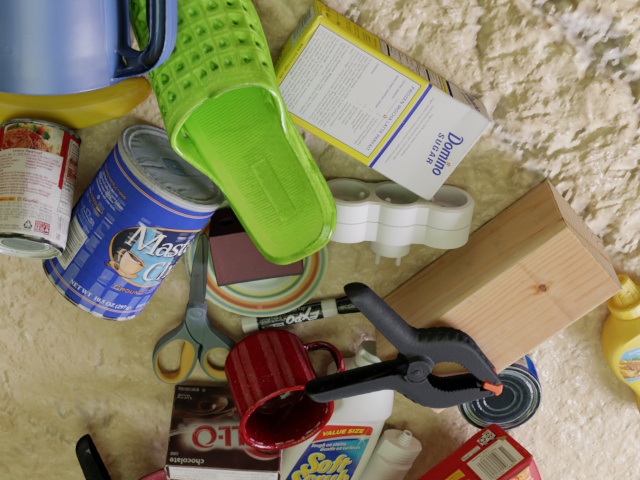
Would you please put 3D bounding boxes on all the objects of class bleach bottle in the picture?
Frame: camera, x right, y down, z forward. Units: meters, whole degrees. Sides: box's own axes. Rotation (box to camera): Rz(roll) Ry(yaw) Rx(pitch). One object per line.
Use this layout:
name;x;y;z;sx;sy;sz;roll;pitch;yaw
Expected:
bleach bottle;0.000;0.205;1.078;0.102;0.068;0.251;17;117;-12

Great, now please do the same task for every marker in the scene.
marker;-0.016;0.069;1.022;0.121;0.020;0.020;-11;120;6

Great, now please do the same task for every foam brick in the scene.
foam brick;-0.056;0.001;0.938;0.078;0.053;0.051;-9;119;3

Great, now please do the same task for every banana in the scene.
banana;-0.244;-0.125;0.895;0.197;0.037;0.070;13;121;-8

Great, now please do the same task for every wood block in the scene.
wood block;0.156;0.053;0.974;0.206;0.090;0.090;-37;113;19

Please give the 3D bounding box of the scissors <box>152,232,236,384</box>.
scissors;-0.100;0.074;1.005;0.096;0.016;0.202;16;131;-18

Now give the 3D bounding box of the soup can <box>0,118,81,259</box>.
soup can;-0.240;-0.041;0.888;0.068;0.102;0.068;5;164;1

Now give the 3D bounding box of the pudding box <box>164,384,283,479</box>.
pudding box;-0.092;0.191;1.049;0.113;0.090;0.039;2;141;0

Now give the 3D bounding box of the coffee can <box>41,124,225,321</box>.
coffee can;-0.162;-0.015;0.923;0.102;0.103;0.140;31;115;-17

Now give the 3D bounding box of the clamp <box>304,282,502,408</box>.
clamp;0.078;0.096;0.924;0.171;0.039;0.120;6;124;-10

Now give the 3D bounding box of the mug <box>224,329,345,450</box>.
mug;-0.033;0.133;1.013;0.117;0.081;0.093;-28;138;3

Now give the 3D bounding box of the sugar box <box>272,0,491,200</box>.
sugar box;0.045;-0.116;0.900;0.176;0.048;0.093;28;117;-19

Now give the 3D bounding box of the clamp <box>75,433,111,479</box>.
clamp;-0.216;0.287;1.133;0.164;0.036;0.210;25;119;-24

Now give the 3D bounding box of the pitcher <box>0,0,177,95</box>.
pitcher;-0.195;-0.235;0.781;0.149;0.145;0.243;-9;121;-26

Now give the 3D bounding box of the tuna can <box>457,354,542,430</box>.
tuna can;0.176;0.148;1.061;0.086;0.033;0.086;0;120;-1

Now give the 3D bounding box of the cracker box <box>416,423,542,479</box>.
cracker box;0.157;0.308;1.083;0.164;0.072;0.213;-35;130;-11
